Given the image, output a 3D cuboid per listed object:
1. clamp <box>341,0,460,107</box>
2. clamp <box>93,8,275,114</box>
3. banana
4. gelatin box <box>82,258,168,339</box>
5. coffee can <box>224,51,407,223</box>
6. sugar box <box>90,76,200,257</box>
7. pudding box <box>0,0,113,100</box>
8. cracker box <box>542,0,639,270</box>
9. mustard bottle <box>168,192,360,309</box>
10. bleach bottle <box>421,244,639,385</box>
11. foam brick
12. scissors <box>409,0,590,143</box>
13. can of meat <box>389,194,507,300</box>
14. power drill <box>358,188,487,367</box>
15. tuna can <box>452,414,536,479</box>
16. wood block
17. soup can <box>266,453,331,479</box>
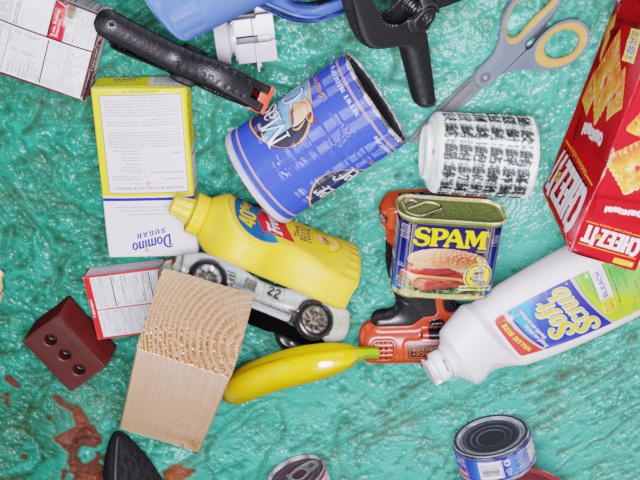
[{"bbox_3d":[0.081,-0.195,0.939,0.209,0.036,0.165,0,127,-46],"label":"clamp"},{"bbox_3d":[-0.127,-0.163,0.981,0.171,0.120,0.039,26,97,-14],"label":"clamp"},{"bbox_3d":[-0.038,0.139,1.097,0.198,0.037,0.069,-18,149,30],"label":"banana"},{"bbox_3d":[-0.196,0.061,1.117,0.089,0.030,0.073,-8,111,5],"label":"gelatin box"},{"bbox_3d":[-0.004,-0.096,1.005,0.140,0.103,0.102,-33,108,14],"label":"coffee can"},{"bbox_3d":[-0.169,-0.071,1.053,0.093,0.048,0.176,0,116,0],"label":"sugar box"},{"bbox_3d":[-0.263,-0.193,1.010,0.113,0.039,0.090,19,112,-4],"label":"pudding box"},{"bbox_3d":[0.274,-0.105,0.957,0.072,0.164,0.214,16,112,-3],"label":"cracker box"},{"bbox_3d":[-0.057,0.001,1.041,0.191,0.096,0.058,22,113,-13],"label":"mustard bottle"},{"bbox_3d":[0.216,0.075,1.045,0.250,0.068,0.102,-28,111,-7],"label":"bleach bottle"},{"bbox_3d":[-0.264,0.109,1.127,0.053,0.051,0.078,-35,107,15],"label":"foam brick"},{"bbox_3d":[0.178,-0.155,1.021,0.096,0.016,0.202,26,117,-14],"label":"scissors"},{"bbox_3d":[0.117,0.007,1.006,0.102,0.057,0.084,4,115,-3],"label":"can of meat"},{"bbox_3d":[0.129,0.042,1.081,0.184,0.057,0.188,-3,111,0],"label":"power drill"},{"bbox_3d":[0.185,0.221,1.138,0.086,0.086,0.034,-14,110,8],"label":"tuna can"},{"bbox_3d":[-0.136,0.123,1.053,0.090,0.090,0.206,17,148,-5],"label":"wood block"},{"bbox_3d":[-0.011,0.299,1.187,0.068,0.068,0.102,-17,111,9],"label":"soup can"}]
